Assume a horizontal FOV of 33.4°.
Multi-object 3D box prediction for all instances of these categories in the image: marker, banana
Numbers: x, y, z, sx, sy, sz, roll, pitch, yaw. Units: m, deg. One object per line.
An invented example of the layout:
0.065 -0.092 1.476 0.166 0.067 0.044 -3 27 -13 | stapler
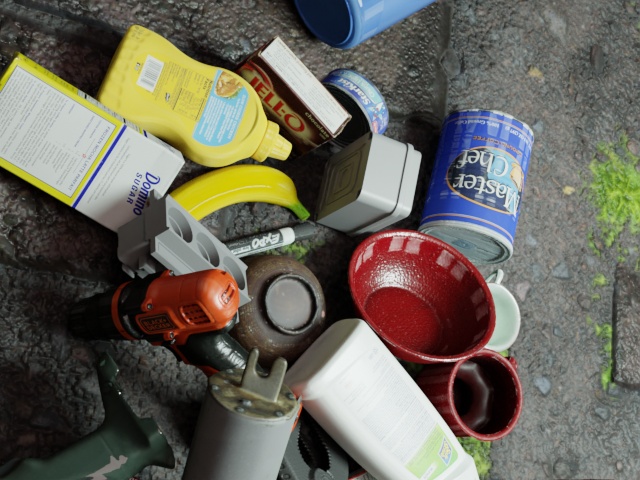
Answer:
-0.057 0.001 1.067 0.120 0.020 0.020 -15 86 -30 | marker
-0.098 -0.036 1.043 0.197 0.037 0.069 -15 84 -30 | banana

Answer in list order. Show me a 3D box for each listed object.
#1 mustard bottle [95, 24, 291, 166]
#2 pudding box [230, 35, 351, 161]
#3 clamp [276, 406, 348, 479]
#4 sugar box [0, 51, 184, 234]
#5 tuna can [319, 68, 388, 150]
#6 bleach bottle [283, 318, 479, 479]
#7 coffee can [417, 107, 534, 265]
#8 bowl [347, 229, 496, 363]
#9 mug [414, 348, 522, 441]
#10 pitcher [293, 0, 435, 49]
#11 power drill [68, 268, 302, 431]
-0.115 -0.125 1.033 0.191 0.058 0.096 24 66 -16 | mustard bottle
-0.036 -0.141 1.070 0.113 0.090 0.039 45 62 -13 | pudding box
0.002 0.237 0.989 0.164 0.036 0.210 27 37 -34 | clamp
-0.221 -0.084 0.964 0.176 0.048 0.093 32 98 -21 | sugar box
0.028 -0.135 1.106 0.033 0.086 0.086 -44 101 -30 | tuna can
0.075 0.198 1.033 0.102 0.068 0.250 -45 107 -25 | bleach bottle
0.168 -0.057 1.153 0.102 0.103 0.140 23 69 -22 | coffee can
0.094 0.067 1.081 0.162 0.055 0.162 13 48 -15 | bowl
0.156 0.156 1.111 0.117 0.082 0.093 -36 97 -29 | mug
0.082 -0.316 1.153 0.242 0.145 0.149 -37 66 -27 | pitcher
-0.116 0.109 0.948 0.187 0.185 0.057 56 42 -28 | power drill
